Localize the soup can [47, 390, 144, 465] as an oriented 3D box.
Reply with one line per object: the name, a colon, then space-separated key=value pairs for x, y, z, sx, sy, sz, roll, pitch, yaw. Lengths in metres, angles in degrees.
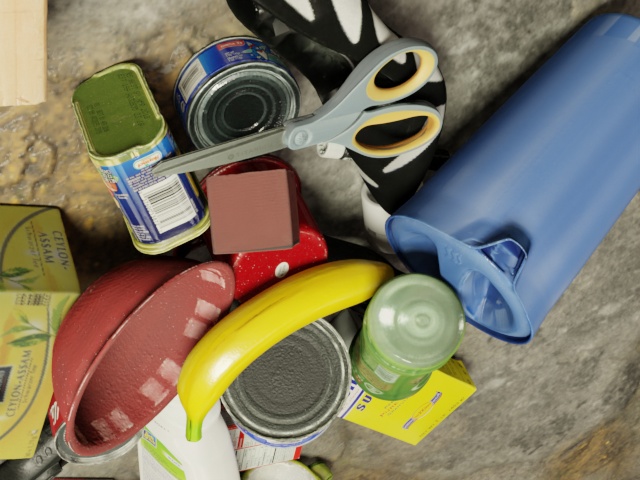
soup can: x=-0.181 y=0.113 z=0.827 sx=0.068 sy=0.102 sz=0.068 roll=-14 pitch=135 yaw=-15

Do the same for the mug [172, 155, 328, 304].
mug: x=-0.055 y=0.001 z=0.802 sx=0.117 sy=0.081 sz=0.093 roll=-23 pitch=137 yaw=-6

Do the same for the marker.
marker: x=0.053 y=-0.068 z=0.838 sx=0.120 sy=0.020 sz=0.020 roll=4 pitch=128 yaw=-31

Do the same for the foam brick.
foam brick: x=-0.043 y=-0.020 z=0.708 sx=0.053 sy=0.078 sz=0.051 roll=-5 pitch=92 yaw=2

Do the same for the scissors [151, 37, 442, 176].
scissors: x=-0.004 y=-0.084 z=0.672 sx=0.201 sy=0.016 sz=0.096 roll=-5 pitch=130 yaw=-29

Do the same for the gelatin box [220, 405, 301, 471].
gelatin box: x=-0.059 y=0.182 z=1.009 sx=0.089 sy=0.030 sz=0.073 roll=-7 pitch=134 yaw=-21

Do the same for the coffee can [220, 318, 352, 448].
coffee can: x=-0.030 y=0.114 z=0.864 sx=0.102 sy=0.103 sz=0.140 roll=-22 pitch=169 yaw=-7

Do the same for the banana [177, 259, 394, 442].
banana: x=-0.033 y=0.064 z=0.773 sx=0.197 sy=0.037 sz=0.069 roll=-37 pitch=146 yaw=-8

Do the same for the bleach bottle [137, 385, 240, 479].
bleach bottle: x=-0.110 y=0.183 z=0.907 sx=0.068 sy=0.103 sz=0.251 roll=-44 pitch=157 yaw=-32

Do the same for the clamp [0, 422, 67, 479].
clamp: x=-0.236 y=0.183 z=0.865 sx=0.210 sy=0.036 sz=0.164 roll=-39 pitch=173 yaw=-9

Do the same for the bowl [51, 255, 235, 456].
bowl: x=-0.131 y=0.066 z=0.730 sx=0.162 sy=0.055 sz=0.162 roll=-47 pitch=161 yaw=-22

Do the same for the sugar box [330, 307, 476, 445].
sugar box: x=0.059 y=0.133 z=1.012 sx=0.176 sy=0.048 sz=0.093 roll=25 pitch=115 yaw=-42

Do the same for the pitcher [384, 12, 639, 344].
pitcher: x=0.168 y=-0.051 z=0.800 sx=0.242 sy=0.149 sz=0.145 roll=-47 pitch=137 yaw=-15

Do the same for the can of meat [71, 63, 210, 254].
can of meat: x=-0.119 y=-0.056 z=0.703 sx=0.057 sy=0.102 sz=0.084 roll=-25 pitch=135 yaw=-5

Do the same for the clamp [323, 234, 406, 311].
clamp: x=0.051 y=0.036 z=0.886 sx=0.120 sy=0.039 sz=0.171 roll=-12 pitch=151 yaw=39

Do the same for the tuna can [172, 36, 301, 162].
tuna can: x=-0.057 y=-0.097 z=0.744 sx=0.086 sy=0.034 sz=0.086 roll=-14 pitch=135 yaw=-15
